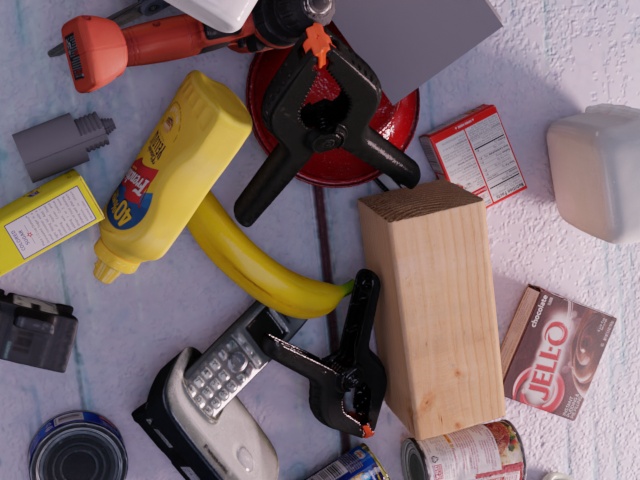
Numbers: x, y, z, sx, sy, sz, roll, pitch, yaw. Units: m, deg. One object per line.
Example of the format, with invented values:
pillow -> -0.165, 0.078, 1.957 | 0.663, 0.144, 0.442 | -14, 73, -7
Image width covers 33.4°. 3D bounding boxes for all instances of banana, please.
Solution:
banana -> -0.057, 0.015, 0.937 | 0.197, 0.069, 0.037 | 35, 129, -15

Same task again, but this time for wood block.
wood block -> 0.100, 0.060, 0.960 | 0.090, 0.091, 0.206 | -13, 108, -13

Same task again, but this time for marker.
marker -> 0.065, -0.051, 0.984 | 0.020, 0.020, 0.121 | -46, 107, -6

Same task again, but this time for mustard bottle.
mustard bottle -> -0.132, -0.042, 0.883 | 0.058, 0.096, 0.192 | 25, 110, -33

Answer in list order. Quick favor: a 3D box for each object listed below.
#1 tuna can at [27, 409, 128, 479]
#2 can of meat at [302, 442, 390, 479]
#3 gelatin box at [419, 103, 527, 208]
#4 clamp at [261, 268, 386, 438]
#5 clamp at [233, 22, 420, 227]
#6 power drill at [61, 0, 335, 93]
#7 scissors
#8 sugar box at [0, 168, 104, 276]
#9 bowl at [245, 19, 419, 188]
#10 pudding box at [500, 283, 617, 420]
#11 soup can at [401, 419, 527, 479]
tuna can -> -0.211, 0.194, 0.932 | 0.086, 0.034, 0.086 | -2, 98, -16
can of meat -> 0.030, 0.253, 0.999 | 0.084, 0.057, 0.102 | -30, 106, -13
gelatin box -> 0.143, -0.073, 0.999 | 0.073, 0.030, 0.089 | -27, 105, -12
clamp -> 0.010, 0.117, 0.953 | 0.120, 0.039, 0.171 | -21, 122, -19
clamp -> 0.012, -0.089, 0.851 | 0.164, 0.210, 0.036 | -10, 56, -12
power drill -> -0.097, -0.160, 0.826 | 0.187, 0.185, 0.057 | -14, 98, -21
scissors -> -0.127, -0.198, 0.902 | 0.202, 0.096, 0.016 | -31, 71, 18
sugar box -> -0.264, 0.003, 0.858 | 0.176, 0.093, 0.048 | -28, 104, -11
bowl -> 0.018, -0.128, 0.928 | 0.162, 0.055, 0.162 | 1, 88, -14
pudding box -> 0.225, 0.110, 1.044 | 0.090, 0.039, 0.113 | 20, 92, -17
soup can -> 0.136, 0.213, 1.017 | 0.102, 0.069, 0.068 | -8, 100, -15
